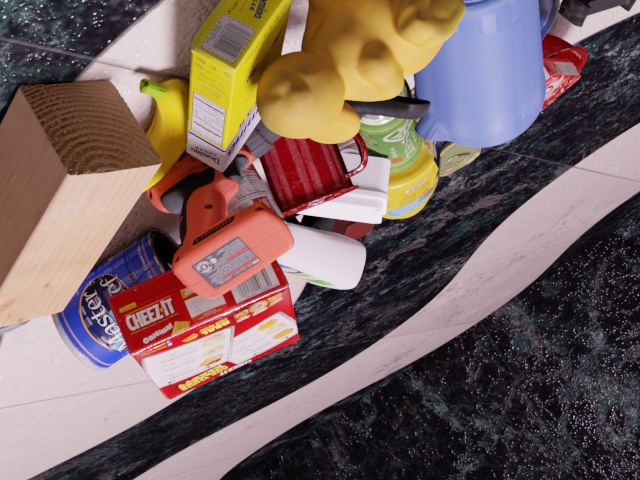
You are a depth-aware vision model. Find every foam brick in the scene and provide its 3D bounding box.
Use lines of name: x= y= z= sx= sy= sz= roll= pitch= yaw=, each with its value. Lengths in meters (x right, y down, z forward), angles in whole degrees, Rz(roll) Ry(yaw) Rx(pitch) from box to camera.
foam brick: x=0.039 y=-0.035 z=1.427 sx=0.053 sy=0.051 sz=0.078 roll=-26 pitch=164 yaw=-17

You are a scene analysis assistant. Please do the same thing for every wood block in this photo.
wood block: x=-0.226 y=-0.026 z=0.874 sx=0.090 sy=0.091 sz=0.206 roll=-13 pitch=152 yaw=-46

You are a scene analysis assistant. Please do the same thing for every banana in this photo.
banana: x=-0.152 y=-0.089 z=0.954 sx=0.069 sy=0.037 sz=0.198 roll=0 pitch=150 yaw=-25

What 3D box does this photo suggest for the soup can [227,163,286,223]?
soup can: x=-0.087 y=-0.044 z=1.078 sx=0.068 sy=0.102 sz=0.068 roll=-28 pitch=164 yaw=-9

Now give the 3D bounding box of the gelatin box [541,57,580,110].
gelatin box: x=0.240 y=-0.168 z=1.208 sx=0.073 sy=0.030 sz=0.089 roll=-9 pitch=154 yaw=-51

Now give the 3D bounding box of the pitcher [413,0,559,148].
pitcher: x=0.148 y=-0.200 z=0.978 sx=0.145 sy=0.149 sz=0.242 roll=0 pitch=161 yaw=11

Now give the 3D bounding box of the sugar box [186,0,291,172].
sugar box: x=-0.068 y=-0.135 z=0.872 sx=0.093 sy=0.048 sz=0.176 roll=-58 pitch=173 yaw=-22

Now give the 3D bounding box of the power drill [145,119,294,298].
power drill: x=-0.075 y=-0.048 z=0.963 sx=0.184 sy=0.188 sz=0.057 roll=-35 pitch=125 yaw=15

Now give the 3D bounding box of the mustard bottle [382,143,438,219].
mustard bottle: x=0.113 y=-0.073 z=1.427 sx=0.096 sy=0.058 sz=0.191 roll=-34 pitch=165 yaw=-6

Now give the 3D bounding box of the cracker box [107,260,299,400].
cracker box: x=-0.113 y=0.082 z=1.099 sx=0.164 sy=0.072 sz=0.214 roll=-24 pitch=162 yaw=-6

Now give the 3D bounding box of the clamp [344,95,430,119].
clamp: x=0.029 y=-0.134 z=0.991 sx=0.039 sy=0.120 sz=0.172 roll=-8 pitch=158 yaw=-40

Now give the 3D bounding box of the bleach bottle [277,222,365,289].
bleach bottle: x=-0.058 y=0.002 z=1.234 sx=0.103 sy=0.068 sz=0.250 roll=12 pitch=176 yaw=41

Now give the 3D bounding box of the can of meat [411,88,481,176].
can of meat: x=0.143 y=-0.134 z=1.248 sx=0.057 sy=0.084 sz=0.102 roll=-30 pitch=164 yaw=-3

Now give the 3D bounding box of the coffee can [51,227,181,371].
coffee can: x=-0.213 y=0.066 z=1.189 sx=0.140 sy=0.103 sz=0.102 roll=-33 pitch=164 yaw=10

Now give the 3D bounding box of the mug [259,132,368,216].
mug: x=-0.007 y=-0.080 z=1.104 sx=0.117 sy=0.081 sz=0.093 roll=-21 pitch=179 yaw=23
